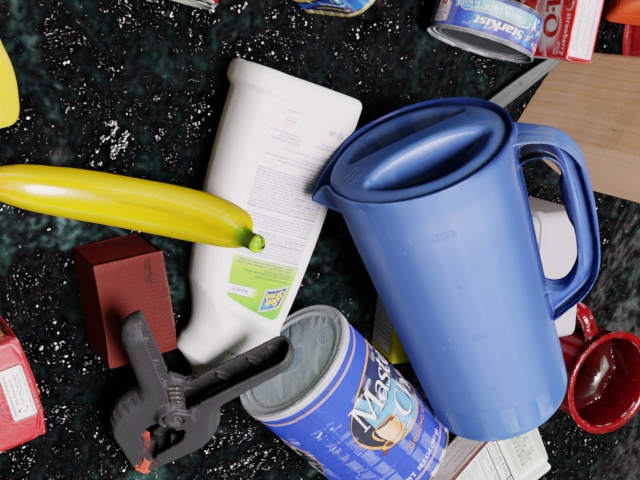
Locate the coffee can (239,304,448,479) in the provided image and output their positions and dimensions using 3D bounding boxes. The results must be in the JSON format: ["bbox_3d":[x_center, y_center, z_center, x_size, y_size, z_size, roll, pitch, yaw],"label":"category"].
[{"bbox_3d":[0.020,0.132,0.837,0.102,0.103,0.140,-49,119,-8],"label":"coffee can"}]

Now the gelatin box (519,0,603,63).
[{"bbox_3d":[0.193,-0.191,0.860,0.030,0.073,0.089,4,101,-29],"label":"gelatin box"}]

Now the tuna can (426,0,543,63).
[{"bbox_3d":[0.128,-0.167,0.826,0.086,0.086,0.034,16,94,-30],"label":"tuna can"}]

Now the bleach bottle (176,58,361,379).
[{"bbox_3d":[-0.055,0.001,0.789,0.102,0.068,0.251,15,98,-30],"label":"bleach bottle"}]

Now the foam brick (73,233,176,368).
[{"bbox_3d":[-0.139,0.042,0.761,0.052,0.051,0.078,-14,109,-25],"label":"foam brick"}]

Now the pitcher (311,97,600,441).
[{"bbox_3d":[0.112,0.026,0.775,0.144,0.149,0.243,-36,123,-21],"label":"pitcher"}]

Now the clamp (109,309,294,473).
[{"bbox_3d":[-0.109,0.107,0.751,0.120,0.039,0.172,24,127,-23],"label":"clamp"}]

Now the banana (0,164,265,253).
[{"bbox_3d":[-0.129,-0.026,0.726,0.198,0.069,0.037,11,88,4],"label":"banana"}]

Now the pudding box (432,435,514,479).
[{"bbox_3d":[0.124,0.234,0.944,0.113,0.039,0.090,-42,118,-30],"label":"pudding box"}]

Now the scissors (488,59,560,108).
[{"bbox_3d":[0.130,-0.082,0.889,0.201,0.016,0.096,-23,114,-20],"label":"scissors"}]
